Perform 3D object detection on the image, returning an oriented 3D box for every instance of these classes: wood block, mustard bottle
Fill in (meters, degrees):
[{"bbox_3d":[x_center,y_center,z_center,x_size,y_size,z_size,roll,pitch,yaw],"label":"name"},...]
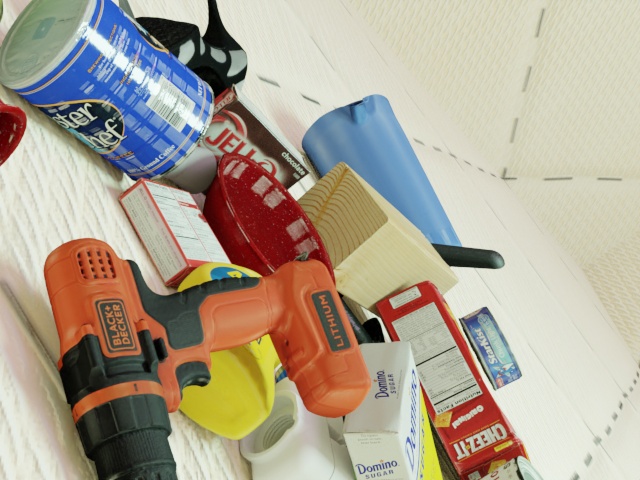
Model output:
[{"bbox_3d":[0.055,0.012,1.115,0.090,0.091,0.205,54,10,31],"label":"wood block"},{"bbox_3d":[-0.067,0.065,0.793,0.096,0.058,0.191,45,16,-9],"label":"mustard bottle"}]

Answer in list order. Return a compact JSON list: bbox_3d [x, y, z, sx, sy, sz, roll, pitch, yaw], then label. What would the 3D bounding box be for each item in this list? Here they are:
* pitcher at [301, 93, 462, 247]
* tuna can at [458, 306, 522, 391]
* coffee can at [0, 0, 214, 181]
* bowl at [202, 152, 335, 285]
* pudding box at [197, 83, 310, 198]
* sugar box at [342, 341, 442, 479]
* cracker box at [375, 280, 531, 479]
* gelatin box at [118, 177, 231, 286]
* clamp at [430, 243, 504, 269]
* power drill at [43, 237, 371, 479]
[{"bbox_3d":[0.084,-0.057,1.409,0.149,0.145,0.243,3,54,-55],"label":"pitcher"},{"bbox_3d":[0.180,0.114,1.128,0.086,0.034,0.086,63,3,-6],"label":"tuna can"},{"bbox_3d":[-0.167,-0.125,0.840,0.140,0.103,0.103,39,20,-40],"label":"coffee can"},{"bbox_3d":[-0.056,0.001,0.962,0.162,0.055,0.162,46,21,-23],"label":"bowl"},{"bbox_3d":[-0.079,-0.080,1.021,0.113,0.090,0.039,43,17,-34],"label":"pudding box"},{"bbox_3d":[0.060,0.170,0.786,0.093,0.048,0.176,-76,158,-52],"label":"sugar box"},{"bbox_3d":[0.145,0.167,1.094,0.214,0.072,0.164,64,3,39],"label":"cracker box"},{"bbox_3d":[-0.116,-0.004,0.860,0.089,0.030,0.073,58,17,19],"label":"gelatin box"},{"bbox_3d":[0.100,0.018,1.249,0.210,0.165,0.036,43,28,0],"label":"clamp"},{"bbox_3d":[-0.063,0.079,0.644,0.187,0.057,0.184,-2,60,-37],"label":"power drill"}]
